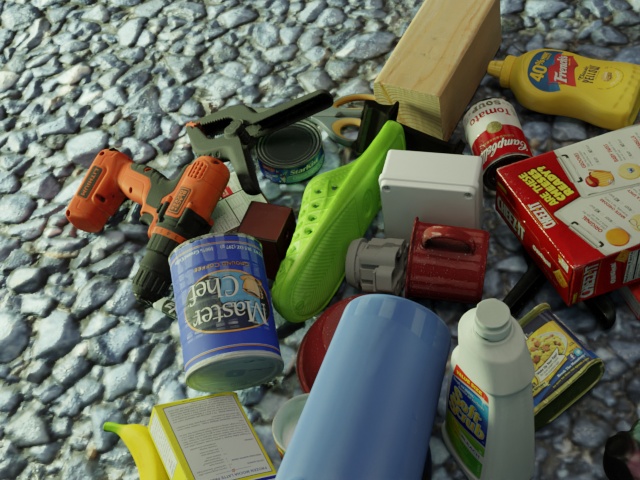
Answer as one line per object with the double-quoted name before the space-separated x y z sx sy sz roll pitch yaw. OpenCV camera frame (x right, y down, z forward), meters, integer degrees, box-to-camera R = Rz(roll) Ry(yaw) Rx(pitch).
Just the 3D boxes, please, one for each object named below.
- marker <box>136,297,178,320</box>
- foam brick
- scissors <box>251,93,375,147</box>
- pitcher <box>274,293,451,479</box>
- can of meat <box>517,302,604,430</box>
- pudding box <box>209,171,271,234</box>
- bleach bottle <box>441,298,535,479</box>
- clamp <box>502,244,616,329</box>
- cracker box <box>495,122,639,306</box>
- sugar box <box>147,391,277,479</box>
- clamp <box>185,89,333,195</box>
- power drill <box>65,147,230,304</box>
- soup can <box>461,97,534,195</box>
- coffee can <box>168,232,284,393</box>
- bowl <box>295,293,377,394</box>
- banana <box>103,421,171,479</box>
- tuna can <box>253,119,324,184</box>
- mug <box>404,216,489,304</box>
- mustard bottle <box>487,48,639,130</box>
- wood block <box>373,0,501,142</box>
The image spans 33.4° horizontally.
"marker" -0.159 0.081 1.202 0.121 0.020 0.020 22 58 25
"foam brick" -0.058 0.001 1.213 0.051 0.078 0.053 11 56 17
"scissors" -0.014 -0.150 1.369 0.202 0.016 0.096 -7 50 4
"pitcher" 0.046 0.181 0.977 0.145 0.149 0.242 18 60 6
"can of meat" 0.219 0.127 1.066 0.102 0.057 0.084 -40 57 -4
"pudding box" -0.117 -0.029 1.273 0.113 0.039 0.090 -27 51 -9
"bleach bottle" 0.150 0.131 0.956 0.068 0.251 0.103 -25 51 -11
"clamp" 0.249 0.028 1.163 0.120 0.039 0.171 -1 48 3
"cracker box" 0.319 -0.036 1.140 0.213 0.072 0.164 -19 47 -11
"sugar box" -0.094 0.230 1.035 0.093 0.048 0.176 -7 47 -29
"clamp" -0.088 -0.134 1.308 0.164 0.036 0.210 -47 36 -17
"power drill" -0.210 -0.027 1.247 0.188 0.057 0.184 17 72 35
"soup can" 0.211 -0.112 1.265 0.068 0.068 0.102 -12 49 0
"coffee can" -0.100 0.076 1.121 0.103 0.103 0.140 -12 65 0
"bowl" 0.050 0.111 1.119 0.162 0.055 0.162 -5 50 6
"banana" -0.172 0.256 1.053 0.070 0.037 0.198 -26 48 12
"tuna can" -0.038 -0.111 1.329 0.086 0.034 0.086 -5 50 6
"mug" 0.137 0.019 1.143 0.081 0.117 0.093 7 59 9
"mustard bottle" 0.300 -0.195 1.323 0.192 0.058 0.096 16 55 22
"wood block" 0.152 -0.227 1.354 0.090 0.091 0.206 16 56 23
